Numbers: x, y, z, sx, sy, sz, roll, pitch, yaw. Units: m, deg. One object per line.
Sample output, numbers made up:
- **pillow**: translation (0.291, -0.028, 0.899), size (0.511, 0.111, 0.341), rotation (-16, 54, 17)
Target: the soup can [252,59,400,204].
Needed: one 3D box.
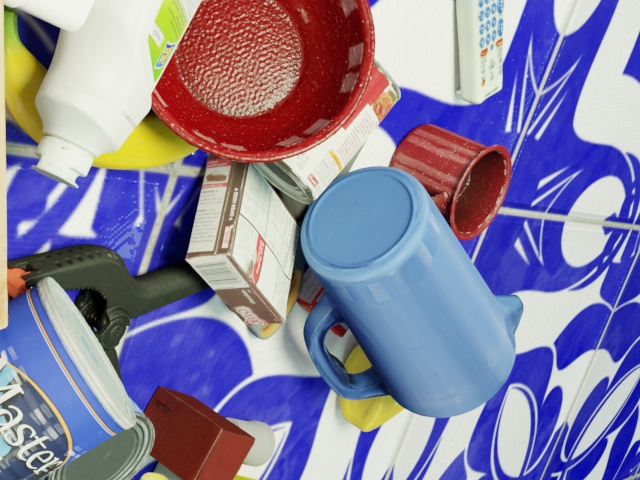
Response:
- **soup can**: translation (-0.001, -0.085, 0.759), size (0.102, 0.069, 0.068), rotation (-50, 145, -10)

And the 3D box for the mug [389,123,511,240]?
- **mug**: translation (0.109, -0.054, 0.977), size (0.117, 0.082, 0.093), rotation (-27, 133, -41)

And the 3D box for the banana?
- **banana**: translation (-0.134, -0.079, 0.678), size (0.197, 0.037, 0.069), rotation (22, 97, -56)

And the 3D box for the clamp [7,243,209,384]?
- **clamp**: translation (-0.147, 0.049, 0.751), size (0.164, 0.036, 0.209), rotation (-56, 149, -10)

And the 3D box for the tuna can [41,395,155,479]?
- **tuna can**: translation (-0.162, 0.146, 0.755), size (0.086, 0.034, 0.086), rotation (-30, 142, -26)

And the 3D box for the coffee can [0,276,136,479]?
- **coffee can**: translation (-0.194, 0.100, 0.627), size (0.140, 0.103, 0.103), rotation (-31, 140, -7)

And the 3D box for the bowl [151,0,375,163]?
- **bowl**: translation (-0.048, -0.128, 0.698), size (0.162, 0.055, 0.162), rotation (1, 87, -14)

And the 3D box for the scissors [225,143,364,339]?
- **scissors**: translation (-0.022, -0.010, 0.894), size (0.096, 0.016, 0.202), rotation (14, 102, -55)

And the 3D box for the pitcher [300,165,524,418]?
- **pitcher**: translation (0.066, 0.051, 0.910), size (0.149, 0.145, 0.242), rotation (-63, 145, -21)

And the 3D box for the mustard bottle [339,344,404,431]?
- **mustard bottle**: translation (0.101, 0.126, 1.115), size (0.191, 0.058, 0.096), rotation (-17, 125, -46)

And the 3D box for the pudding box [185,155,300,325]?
- **pudding box**: translation (-0.055, 0.001, 0.807), size (0.113, 0.039, 0.090), rotation (58, 34, -54)

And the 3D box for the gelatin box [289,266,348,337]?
- **gelatin box**: translation (0.020, 0.033, 0.968), size (0.089, 0.030, 0.073), rotation (-56, 145, -10)

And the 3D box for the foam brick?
- **foam brick**: translation (-0.102, 0.159, 0.852), size (0.053, 0.078, 0.051), rotation (-60, 145, -3)

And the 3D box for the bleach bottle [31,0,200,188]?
- **bleach bottle**: translation (-0.100, -0.151, 0.604), size (0.102, 0.068, 0.251), rotation (59, 54, -77)
